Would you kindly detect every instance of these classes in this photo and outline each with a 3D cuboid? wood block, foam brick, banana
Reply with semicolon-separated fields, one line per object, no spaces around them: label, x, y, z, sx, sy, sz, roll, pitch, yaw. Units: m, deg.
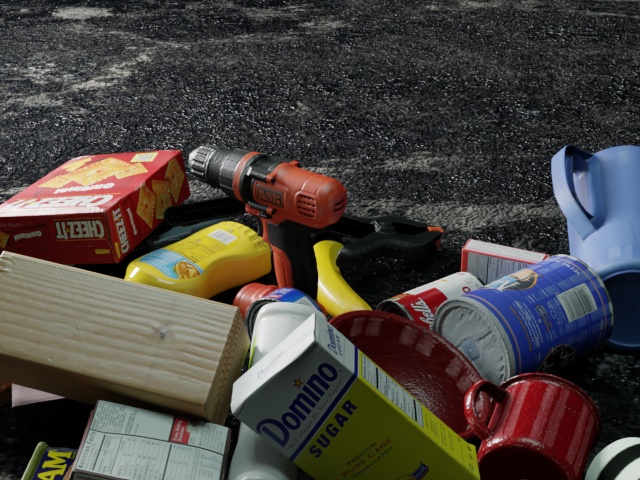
wood block;-0.174;0.087;0.890;0.206;0.090;0.090;13;66;9
foam brick;-0.232;0.148;0.952;0.078;0.053;0.051;-9;28;-13
banana;0.019;0.043;1.164;0.069;0.037;0.198;-4;27;-3

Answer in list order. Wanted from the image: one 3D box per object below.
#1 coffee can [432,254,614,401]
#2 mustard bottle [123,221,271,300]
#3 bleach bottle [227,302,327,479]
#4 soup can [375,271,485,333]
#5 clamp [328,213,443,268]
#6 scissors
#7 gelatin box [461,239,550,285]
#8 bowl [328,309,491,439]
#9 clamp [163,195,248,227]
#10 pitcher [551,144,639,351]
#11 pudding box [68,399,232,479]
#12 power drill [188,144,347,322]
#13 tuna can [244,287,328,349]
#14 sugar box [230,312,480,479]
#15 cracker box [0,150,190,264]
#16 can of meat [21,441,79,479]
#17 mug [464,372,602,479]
coffee can;0.191;0.082;1.008;0.140;0.103;0.103;-20;32;-32
mustard bottle;-0.152;0.038;1.158;0.191;0.058;0.096;-25;36;-38
bleach bottle;-0.039;0.156;0.872;0.068;0.103;0.250;8;28;1
soup can;0.114;0.076;1.060;0.102;0.068;0.069;-19;32;-31
clamp;0.059;-0.009;1.225;0.171;0.039;0.120;-1;35;-37
scissors;-0.178;0.007;1.268;0.096;0.016;0.201;22;35;38
gelatin box;0.192;0.043;1.115;0.089;0.073;0.030;11;29;23
bowl;0.065;0.133;0.932;0.162;0.055;0.162;19;30;-12
clamp;-0.064;-0.049;1.286;0.165;0.036;0.209;-7;4;33
pitcher;0.317;0.001;1.127;0.149;0.145;0.242;2;30;12
pudding box;-0.128;0.171;0.812;0.113;0.039;0.090;11;27;-3
power drill;-0.057;0.001;1.085;0.185;0.188;0.057;20;35;32
tuna can;-0.031;0.089;1.022;0.086;0.086;0.033;20;32;35
sugar box;0.027;0.143;0.801;0.176;0.093;0.048;40;21;-20
cracker box;-0.272;-0.042;1.269;0.164;0.072;0.213;-3;21;18
can of meat;-0.188;0.207;0.832;0.084;0.057;0.102;3;28;3
mug;0.164;0.160;0.857;0.117;0.093;0.081;41;39;-3
